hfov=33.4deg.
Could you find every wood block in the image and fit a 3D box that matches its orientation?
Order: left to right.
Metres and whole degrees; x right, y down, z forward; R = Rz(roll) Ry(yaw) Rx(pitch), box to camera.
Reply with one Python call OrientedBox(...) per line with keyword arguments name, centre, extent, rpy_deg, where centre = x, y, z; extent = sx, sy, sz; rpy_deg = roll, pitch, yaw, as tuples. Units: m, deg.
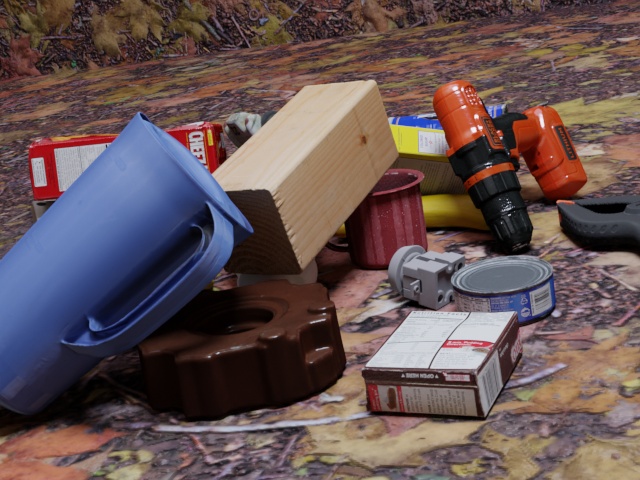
OrientedBox(name="wood block", centre=(-0.017, -0.062, 1.006), extent=(0.090, 0.091, 0.205), rpy_deg=(0, 33, 34))

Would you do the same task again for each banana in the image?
OrientedBox(name="banana", centre=(0.111, -0.027, 1.154), extent=(0.198, 0.037, 0.069), rpy_deg=(-2, 16, 26))

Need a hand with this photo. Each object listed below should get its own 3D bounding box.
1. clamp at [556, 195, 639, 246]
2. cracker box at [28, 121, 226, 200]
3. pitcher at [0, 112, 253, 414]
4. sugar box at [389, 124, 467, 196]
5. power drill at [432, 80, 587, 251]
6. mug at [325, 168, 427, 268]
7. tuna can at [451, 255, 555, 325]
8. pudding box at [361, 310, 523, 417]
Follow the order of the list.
OrientedBox(name="clamp", centre=(0.302, -0.014, 1.000), extent=(0.164, 0.036, 0.210), rpy_deg=(-24, 20, -40))
OrientedBox(name="cracker box", centre=(-0.223, -0.098, 1.271), extent=(0.213, 0.072, 0.164), rpy_deg=(-7, 7, -1))
OrientedBox(name="pitcher", centre=(-0.177, 0.028, 0.850), extent=(0.243, 0.145, 0.149), rpy_deg=(-44, -4, 2))
OrientedBox(name="sugar box", centre=(0.080, -0.084, 1.169), extent=(0.176, 0.093, 0.048), rpy_deg=(8, 55, -5))
OrientedBox(name="power drill", centre=(0.207, -0.078, 1.114), extent=(0.057, 0.184, 0.187), rpy_deg=(-30, -16, 36))
OrientedBox(name="mug", centre=(0.053, -0.019, 1.087), extent=(0.117, 0.081, 0.093), rpy_deg=(-10, 17, -1))
OrientedBox(name="tuna can", centre=(0.155, 0.043, 0.905), extent=(0.086, 0.034, 0.086), rpy_deg=(-9, 17, 3))
OrientedBox(name="pudding box", centre=(0.092, 0.088, 0.789), extent=(0.090, 0.039, 0.113), rpy_deg=(-2, 17, 26))
